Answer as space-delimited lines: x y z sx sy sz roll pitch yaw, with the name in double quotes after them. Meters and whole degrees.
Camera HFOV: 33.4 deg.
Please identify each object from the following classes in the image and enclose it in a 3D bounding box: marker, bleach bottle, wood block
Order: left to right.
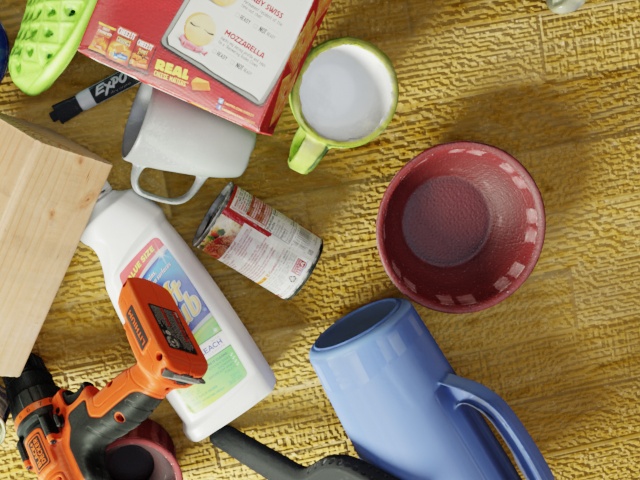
-0.275 0.003 0.914 0.091 0.090 0.206 28 96 33 "wood block"
-0.187 -0.138 0.956 0.121 0.020 0.020 -28 102 -3 "marker"
-0.148 0.054 0.973 0.102 0.068 0.251 -34 100 0 "bleach bottle"

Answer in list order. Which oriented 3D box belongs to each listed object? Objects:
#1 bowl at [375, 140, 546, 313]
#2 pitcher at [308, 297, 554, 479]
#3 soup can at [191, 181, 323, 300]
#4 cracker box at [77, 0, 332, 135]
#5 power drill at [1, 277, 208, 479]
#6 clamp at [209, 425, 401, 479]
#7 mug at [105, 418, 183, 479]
0.126 -0.015 1.003 0.162 0.055 0.162 -1 99 -9 "bowl"
0.099 0.176 0.991 0.149 0.145 0.243 -30 99 -4 "pitcher"
-0.056 0.001 0.973 0.102 0.068 0.068 31 93 -12 "soup can"
-0.074 -0.214 0.857 0.164 0.072 0.214 24 95 6 "cracker box"
-0.192 0.121 0.916 0.188 0.184 0.057 -48 144 17 "power drill"
0.000 0.252 0.989 0.210 0.036 0.164 -2 109 32 "clamp"
-0.179 0.202 0.981 0.093 0.081 0.117 -28 102 -3 "mug"
